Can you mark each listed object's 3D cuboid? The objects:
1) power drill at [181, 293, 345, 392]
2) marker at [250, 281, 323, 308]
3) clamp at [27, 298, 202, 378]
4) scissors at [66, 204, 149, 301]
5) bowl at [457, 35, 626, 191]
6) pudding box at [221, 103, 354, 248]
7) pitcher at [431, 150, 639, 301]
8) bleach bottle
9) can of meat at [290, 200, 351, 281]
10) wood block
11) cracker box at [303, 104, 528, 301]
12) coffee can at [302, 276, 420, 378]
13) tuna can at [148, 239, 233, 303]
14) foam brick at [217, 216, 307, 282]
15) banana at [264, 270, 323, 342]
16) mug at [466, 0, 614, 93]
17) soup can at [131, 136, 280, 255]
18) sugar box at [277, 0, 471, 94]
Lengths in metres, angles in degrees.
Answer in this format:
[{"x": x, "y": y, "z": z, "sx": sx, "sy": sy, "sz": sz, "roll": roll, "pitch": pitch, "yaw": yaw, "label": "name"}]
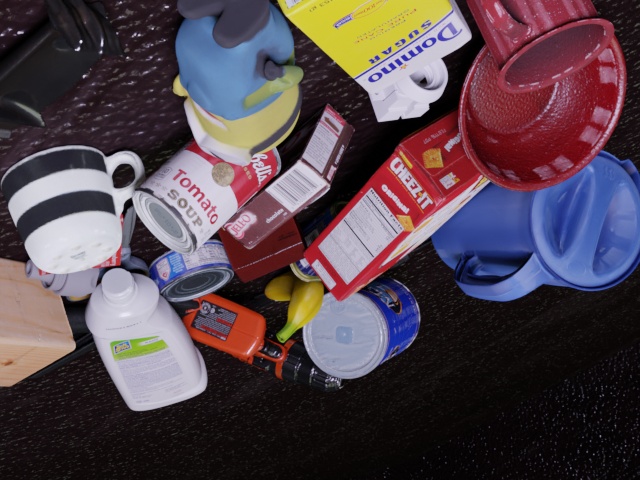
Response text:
[{"x": -0.072, "y": 0.125, "z": 1.277, "sx": 0.185, "sy": 0.057, "sz": 0.187, "roll": 18, "pitch": 168, "yaw": 23, "label": "power drill"}, {"x": -0.029, "y": 0.057, "z": 1.326, "sx": 0.121, "sy": 0.020, "sz": 0.020, "roll": -21, "pitch": 161, "yaw": -2, "label": "marker"}, {"x": -0.236, "y": 0.095, "z": 1.177, "sx": 0.209, "sy": 0.036, "sz": 0.165, "roll": -13, "pitch": 159, "yaw": -26, "label": "clamp"}, {"x": -0.210, "y": 0.018, "z": 1.026, "sx": 0.096, "sy": 0.016, "sz": 0.202, "roll": -19, "pitch": 161, "yaw": -9, "label": "scissors"}, {"x": 0.179, "y": -0.126, "z": 0.916, "sx": 0.162, "sy": 0.055, "sz": 0.162, "roll": -9, "pitch": 116, "yaw": -19, "label": "bowl"}, {"x": -0.028, "y": -0.054, "z": 0.916, "sx": 0.114, "sy": 0.039, "sz": 0.090, "roll": -34, "pitch": -158, "yaw": 37, "label": "pudding box"}, {"x": 0.204, "y": -0.010, "z": 1.098, "sx": 0.149, "sy": 0.145, "sz": 0.243, "roll": 3, "pitch": 178, "yaw": -21, "label": "pitcher"}, {"x": -0.181, "y": 0.098, "z": 1.109, "sx": 0.102, "sy": 0.068, "sz": 0.251, "roll": -17, "pitch": 152, "yaw": -9, "label": "bleach bottle"}, {"x": 0.025, "y": 0.000, "z": 1.169, "sx": 0.101, "sy": 0.057, "sz": 0.084, "roll": 0, "pitch": 150, "yaw": -47, "label": "can of meat"}, {"x": -0.322, "y": 0.067, "z": 0.925, "sx": 0.091, "sy": 0.090, "sz": 0.205, "roll": -29, "pitch": 160, "yaw": 19, "label": "wood block"}, {"x": 0.094, "y": -0.046, "z": 1.031, "sx": 0.163, "sy": 0.072, "sz": 0.214, "roll": -34, "pitch": 171, "yaw": -37, "label": "cracker box"}, {"x": 0.052, "y": 0.102, "z": 1.281, "sx": 0.103, "sy": 0.103, "sz": 0.140, "roll": -29, "pitch": 174, "yaw": 21, "label": "coffee can"}, {"x": -0.135, "y": 0.033, "z": 1.121, "sx": 0.086, "sy": 0.034, "sz": 0.086, "roll": -19, "pitch": 161, "yaw": -7, "label": "tuna can"}, {"x": -0.057, "y": 0.001, "z": 1.088, "sx": 0.078, "sy": 0.053, "sz": 0.051, "roll": -22, "pitch": 161, "yaw": 1, "label": "foam brick"}, {"x": -0.030, "y": 0.061, "z": 1.216, "sx": 0.069, "sy": 0.037, "sz": 0.198, "roll": -28, "pitch": -168, "yaw": 0, "label": "banana"}, {"x": 0.153, "y": -0.170, "z": 0.796, "sx": 0.117, "sy": 0.081, "sz": 0.093, "roll": 0, "pitch": 152, "yaw": -48, "label": "mug"}, {"x": -0.089, "y": -0.046, "z": 0.836, "sx": 0.102, "sy": 0.068, "sz": 0.069, "roll": -46, "pitch": 172, "yaw": -25, "label": "soup can"}, {"x": 0.041, "y": -0.163, "z": 0.750, "sx": 0.093, "sy": 0.048, "sz": 0.176, "roll": -27, "pitch": 160, "yaw": 16, "label": "sugar box"}]
